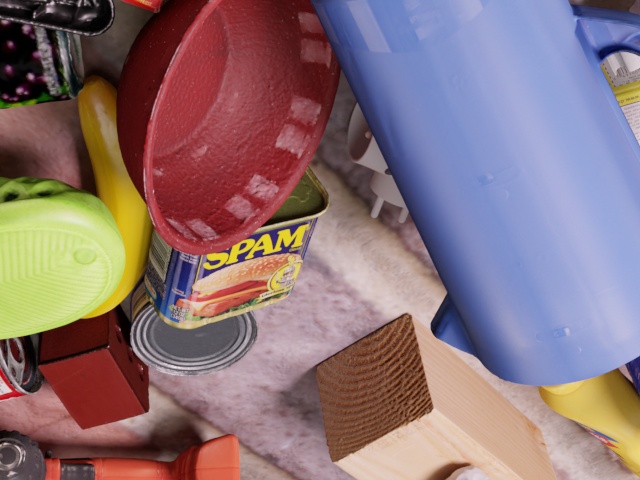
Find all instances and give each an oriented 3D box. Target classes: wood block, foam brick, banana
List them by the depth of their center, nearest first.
[{"bbox_3d":[-0.132,-0.012,0.651,0.069,0.037,0.198,10,131,-20],"label":"banana"},{"bbox_3d":[-0.153,0.083,0.728,0.051,0.053,0.078,-15,135,4],"label":"foam brick"},{"bbox_3d":[0.096,0.157,0.822,0.090,0.091,0.205,-32,132,20],"label":"wood block"}]

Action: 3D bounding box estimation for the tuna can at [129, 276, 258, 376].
[{"bbox_3d":[-0.086,0.052,0.724,0.086,0.034,0.086,-6,135,-6],"label":"tuna can"}]

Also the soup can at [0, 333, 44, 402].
[{"bbox_3d":[-0.243,0.082,0.699,0.102,0.068,0.068,-17,135,6],"label":"soup can"}]

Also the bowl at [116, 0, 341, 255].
[{"bbox_3d":[-0.055,-0.076,0.556,0.055,0.161,0.162,27,140,25],"label":"bowl"}]

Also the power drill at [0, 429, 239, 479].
[{"bbox_3d":[-0.156,0.168,0.769,0.187,0.057,0.185,5,162,-15],"label":"power drill"}]

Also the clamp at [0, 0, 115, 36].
[{"bbox_3d":[-0.190,-0.118,0.475,0.171,0.120,0.039,16,105,6],"label":"clamp"}]

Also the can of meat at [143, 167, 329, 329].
[{"bbox_3d":[-0.054,0.001,0.649,0.101,0.057,0.084,-15,143,-31],"label":"can of meat"}]

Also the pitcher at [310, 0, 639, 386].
[{"bbox_3d":[0.103,-0.058,0.548,0.149,0.145,0.242,-41,117,-21],"label":"pitcher"}]
